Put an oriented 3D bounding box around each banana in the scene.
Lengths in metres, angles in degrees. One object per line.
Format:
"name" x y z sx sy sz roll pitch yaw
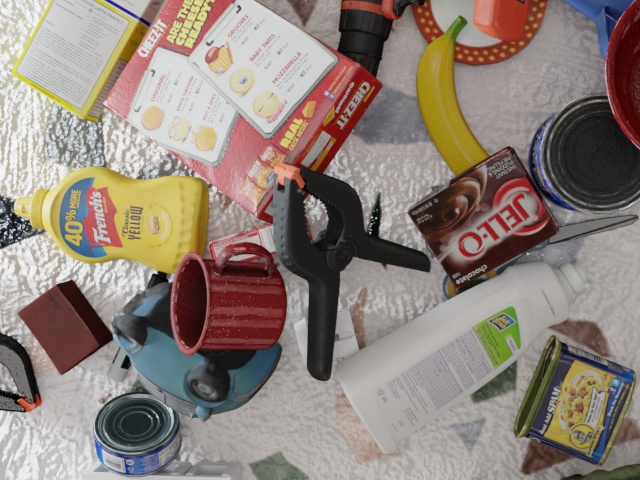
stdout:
"banana" 0.136 -0.108 1.013 0.070 0.037 0.198 -16 101 29

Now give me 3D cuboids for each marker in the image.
"marker" -0.184 0.086 1.081 0.020 0.020 0.121 26 96 5

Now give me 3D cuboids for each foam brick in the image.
"foam brick" -0.255 0.086 1.074 0.053 0.051 0.078 -35 89 6

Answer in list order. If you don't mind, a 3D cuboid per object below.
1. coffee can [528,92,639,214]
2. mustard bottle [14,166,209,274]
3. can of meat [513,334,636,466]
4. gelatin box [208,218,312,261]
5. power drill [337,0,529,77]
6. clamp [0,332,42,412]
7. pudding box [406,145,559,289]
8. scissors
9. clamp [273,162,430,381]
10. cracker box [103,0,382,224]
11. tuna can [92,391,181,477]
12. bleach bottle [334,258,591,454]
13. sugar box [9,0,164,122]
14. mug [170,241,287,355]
"coffee can" 0.243 -0.076 0.958 0.103 0.140 0.103 0 93 7
"mustard bottle" -0.210 -0.024 1.059 0.191 0.058 0.096 7 99 7
"can of meat" 0.242 0.153 1.012 0.084 0.057 0.102 21 95 4
"gelatin box" -0.057 0.001 1.034 0.089 0.073 0.030 -16 90 8
"power drill" 0.097 -0.221 0.969 0.188 0.057 0.184 11 93 40
"clamp" -0.364 0.123 1.095 0.120 0.039 0.171 -41 88 9
"pudding box" 0.151 -0.021 0.994 0.114 0.039 0.090 -31 98 18
"scissors" 0.201 0.019 1.031 0.202 0.016 0.096 3 95 7
"clamp" 0.007 0.019 0.963 0.164 0.036 0.209 -51 130 -16
"cracker box" -0.075 -0.136 0.999 0.214 0.072 0.164 36 95 26
"tuna can" -0.180 0.189 1.051 0.086 0.086 0.034 7 129 7
"bleach bottle" 0.144 0.098 1.014 0.251 0.068 0.102 -30 124 2
"sugar box" -0.223 -0.216 1.058 0.093 0.048 0.176 31 93 5
"mug" -0.079 0.049 0.968 0.081 0.093 0.117 4 124 -28
